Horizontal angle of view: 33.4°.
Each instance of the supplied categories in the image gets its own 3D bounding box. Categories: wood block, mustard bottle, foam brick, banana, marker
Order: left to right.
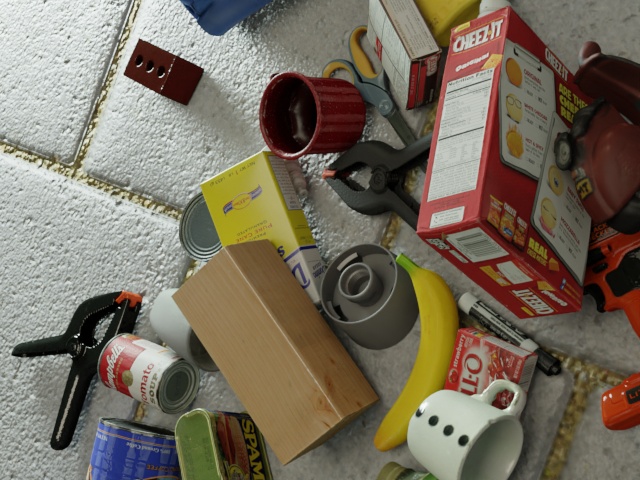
[{"bbox_3d":[-0.195,-0.209,1.324,0.078,0.051,0.053,29,96,36],"label":"foam brick"},{"bbox_3d":[-0.046,0.108,1.081,0.091,0.090,0.206,-42,76,24],"label":"wood block"},{"bbox_3d":[0.098,0.114,1.042,0.070,0.037,0.198,8,93,24],"label":"banana"},{"bbox_3d":[0.117,-0.301,1.125,0.096,0.058,0.192,-39,60,22],"label":"mustard bottle"},{"bbox_3d":[0.179,0.089,1.010,0.121,0.020,0.020,39,101,35],"label":"marker"}]

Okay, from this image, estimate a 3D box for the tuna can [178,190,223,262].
[{"bbox_3d":[-0.121,-0.015,1.236,0.086,0.033,0.086,-9,73,33],"label":"tuna can"}]

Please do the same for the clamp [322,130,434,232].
[{"bbox_3d":[0.076,-0.072,1.102,0.172,0.039,0.120,20,96,38],"label":"clamp"}]

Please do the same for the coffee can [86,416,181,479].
[{"bbox_3d":[-0.211,0.276,1.184,0.103,0.102,0.140,8,83,36],"label":"coffee can"}]

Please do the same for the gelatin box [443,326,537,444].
[{"bbox_3d":[0.155,0.135,0.996,0.073,0.030,0.089,23,108,35],"label":"gelatin box"}]

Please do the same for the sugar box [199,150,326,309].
[{"bbox_3d":[-0.058,0.001,1.154,0.093,0.048,0.176,-26,78,27],"label":"sugar box"}]

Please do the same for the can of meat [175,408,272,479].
[{"bbox_3d":[-0.104,0.230,1.133,0.058,0.083,0.102,-27,64,27],"label":"can of meat"}]

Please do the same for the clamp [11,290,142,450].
[{"bbox_3d":[-0.291,0.145,1.313,0.210,0.036,0.165,-39,59,20],"label":"clamp"}]

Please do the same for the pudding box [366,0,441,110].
[{"bbox_3d":[0.085,-0.205,1.101,0.039,0.090,0.113,-20,65,-10],"label":"pudding box"}]

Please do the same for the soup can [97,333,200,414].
[{"bbox_3d":[-0.197,0.153,1.227,0.102,0.068,0.068,16,88,36],"label":"soup can"}]

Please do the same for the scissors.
[{"bbox_3d":[0.055,-0.140,1.155,0.096,0.016,0.202,-27,65,29],"label":"scissors"}]

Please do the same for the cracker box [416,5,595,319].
[{"bbox_3d":[0.166,-0.063,0.916,0.072,0.164,0.213,-13,54,40],"label":"cracker box"}]

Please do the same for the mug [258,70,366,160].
[{"bbox_3d":[-0.013,-0.141,1.149,0.117,0.081,0.093,47,124,30],"label":"mug"}]
